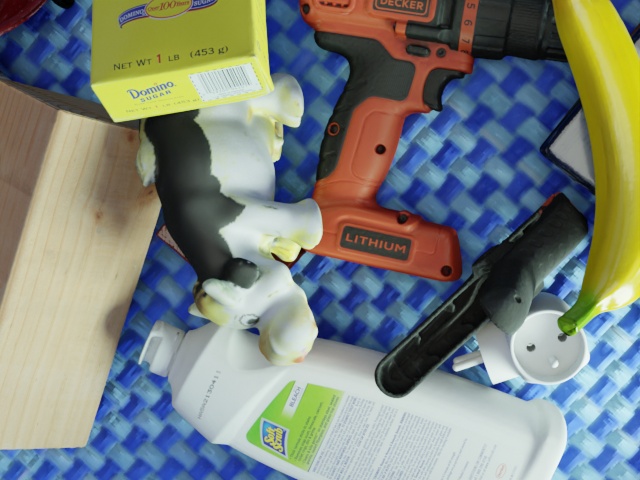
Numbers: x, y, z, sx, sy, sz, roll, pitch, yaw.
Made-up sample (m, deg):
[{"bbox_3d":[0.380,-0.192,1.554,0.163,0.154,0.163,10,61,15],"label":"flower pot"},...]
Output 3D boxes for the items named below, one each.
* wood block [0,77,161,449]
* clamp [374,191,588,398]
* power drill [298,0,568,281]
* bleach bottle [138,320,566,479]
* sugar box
[{"bbox_3d":[-0.174,0.016,0.660,0.091,0.090,0.206,26,101,43],"label":"wood block"},{"bbox_3d":[0.109,0.020,0.605,0.039,0.120,0.171,50,59,-6],"label":"clamp"},{"bbox_3d":[0.066,-0.073,0.652,0.184,0.057,0.188,11,93,11],"label":"power drill"},{"bbox_3d":[0.014,0.102,0.650,0.251,0.068,0.103,23,102,-2],"label":"bleach bottle"},{"bbox_3d":[-0.080,-0.158,0.603,0.093,0.048,0.176,-9,67,7],"label":"sugar box"}]
